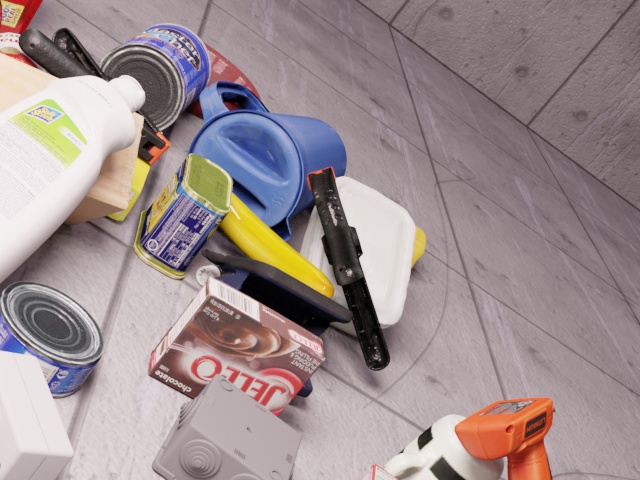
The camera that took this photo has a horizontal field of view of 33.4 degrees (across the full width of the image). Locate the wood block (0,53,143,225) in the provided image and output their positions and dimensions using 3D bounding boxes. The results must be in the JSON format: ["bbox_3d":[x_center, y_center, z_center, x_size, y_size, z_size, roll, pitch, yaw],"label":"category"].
[{"bbox_3d":[-0.258,-0.090,0.863,0.205,0.091,0.090,22,67,-40],"label":"wood block"}]

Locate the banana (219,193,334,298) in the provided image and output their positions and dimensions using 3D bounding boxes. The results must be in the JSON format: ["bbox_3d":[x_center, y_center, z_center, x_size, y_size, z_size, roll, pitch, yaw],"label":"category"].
[{"bbox_3d":[-0.055,0.005,1.057,0.198,0.037,0.069,41,-6,24],"label":"banana"}]

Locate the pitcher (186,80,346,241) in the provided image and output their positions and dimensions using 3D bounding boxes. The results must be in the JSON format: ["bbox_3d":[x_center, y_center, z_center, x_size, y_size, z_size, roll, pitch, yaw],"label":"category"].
[{"bbox_3d":[-0.054,-0.095,1.226,0.145,0.149,0.242,17,12,13],"label":"pitcher"}]

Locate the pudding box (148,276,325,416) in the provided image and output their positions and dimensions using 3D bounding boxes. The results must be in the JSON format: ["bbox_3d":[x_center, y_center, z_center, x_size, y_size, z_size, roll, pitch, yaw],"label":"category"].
[{"bbox_3d":[-0.067,0.093,0.854,0.113,0.090,0.039,33,19,-16],"label":"pudding box"}]

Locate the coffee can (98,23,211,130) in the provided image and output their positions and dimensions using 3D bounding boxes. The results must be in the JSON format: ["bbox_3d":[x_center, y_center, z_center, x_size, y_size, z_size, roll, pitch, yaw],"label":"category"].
[{"bbox_3d":[-0.190,-0.188,1.228,0.103,0.103,0.140,37,20,-7],"label":"coffee can"}]

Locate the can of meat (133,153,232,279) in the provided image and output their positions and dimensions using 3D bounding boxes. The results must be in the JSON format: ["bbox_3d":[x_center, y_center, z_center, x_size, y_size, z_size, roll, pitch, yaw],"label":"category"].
[{"bbox_3d":[-0.128,-0.026,1.012,0.057,0.084,0.102,32,21,-18],"label":"can of meat"}]

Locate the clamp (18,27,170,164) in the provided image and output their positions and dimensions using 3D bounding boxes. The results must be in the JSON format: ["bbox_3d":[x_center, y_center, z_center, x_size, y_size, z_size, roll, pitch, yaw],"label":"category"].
[{"bbox_3d":[-0.216,-0.147,1.044,0.171,0.039,0.120,46,16,-15],"label":"clamp"}]

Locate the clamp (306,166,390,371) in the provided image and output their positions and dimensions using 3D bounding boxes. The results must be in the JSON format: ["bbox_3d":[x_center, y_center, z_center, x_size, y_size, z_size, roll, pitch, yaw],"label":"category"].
[{"bbox_3d":[0.020,0.004,1.031,0.164,0.036,0.210,71,2,-58],"label":"clamp"}]

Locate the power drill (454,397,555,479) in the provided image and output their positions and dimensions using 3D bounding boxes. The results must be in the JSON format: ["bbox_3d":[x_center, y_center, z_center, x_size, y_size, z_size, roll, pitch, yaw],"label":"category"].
[{"bbox_3d":[0.160,0.233,0.876,0.184,0.057,0.187,-13,93,-58],"label":"power drill"}]

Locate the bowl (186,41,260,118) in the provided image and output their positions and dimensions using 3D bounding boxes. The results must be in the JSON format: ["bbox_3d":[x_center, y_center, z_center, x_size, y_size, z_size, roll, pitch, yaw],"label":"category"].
[{"bbox_3d":[-0.158,-0.207,1.395,0.162,0.055,0.162,34,20,-15],"label":"bowl"}]

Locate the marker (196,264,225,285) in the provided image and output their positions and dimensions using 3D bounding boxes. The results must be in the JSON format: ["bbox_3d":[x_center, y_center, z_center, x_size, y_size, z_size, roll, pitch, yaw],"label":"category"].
[{"bbox_3d":[-0.085,0.030,1.064,0.020,0.020,0.121,45,20,15],"label":"marker"}]

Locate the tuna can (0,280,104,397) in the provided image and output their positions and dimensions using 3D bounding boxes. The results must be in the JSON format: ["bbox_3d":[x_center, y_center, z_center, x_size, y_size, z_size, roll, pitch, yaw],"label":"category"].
[{"bbox_3d":[-0.197,0.069,0.758,0.086,0.034,0.086,34,20,-15],"label":"tuna can"}]

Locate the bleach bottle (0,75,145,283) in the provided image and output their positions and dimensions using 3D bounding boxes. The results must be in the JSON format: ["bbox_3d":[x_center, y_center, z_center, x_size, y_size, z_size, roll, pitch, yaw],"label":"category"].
[{"bbox_3d":[-0.210,-0.047,0.778,0.102,0.068,0.250,42,48,1],"label":"bleach bottle"}]
